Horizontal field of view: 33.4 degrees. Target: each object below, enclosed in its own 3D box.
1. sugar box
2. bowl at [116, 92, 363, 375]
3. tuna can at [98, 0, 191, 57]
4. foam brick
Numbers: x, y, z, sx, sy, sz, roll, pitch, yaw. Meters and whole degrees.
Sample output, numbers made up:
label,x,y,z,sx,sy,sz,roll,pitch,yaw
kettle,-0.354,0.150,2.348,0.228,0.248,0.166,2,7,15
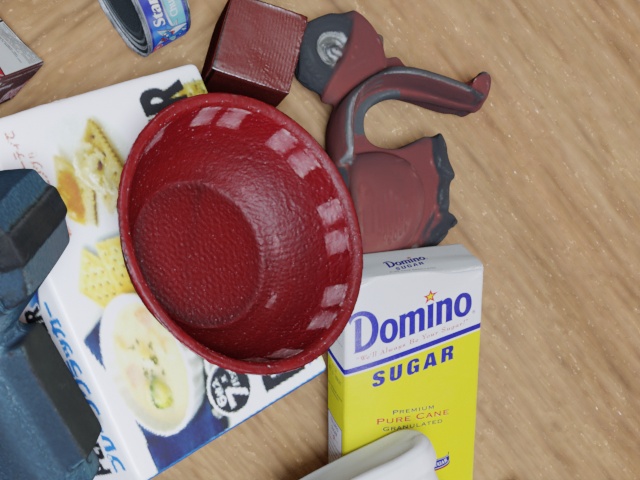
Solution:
label,x,y,z,sx,sy,sz,roll,pitch,yaw
sugar box,0.053,0.094,0.689,0.093,0.048,0.176,-7,114,-14
bowl,-0.054,0.001,0.606,0.161,0.055,0.162,14,66,-35
tuna can,-0.117,-0.161,0.670,0.033,0.086,0.086,-32,95,-16
foam brick,-0.045,-0.119,0.690,0.051,0.078,0.053,16,83,-12
